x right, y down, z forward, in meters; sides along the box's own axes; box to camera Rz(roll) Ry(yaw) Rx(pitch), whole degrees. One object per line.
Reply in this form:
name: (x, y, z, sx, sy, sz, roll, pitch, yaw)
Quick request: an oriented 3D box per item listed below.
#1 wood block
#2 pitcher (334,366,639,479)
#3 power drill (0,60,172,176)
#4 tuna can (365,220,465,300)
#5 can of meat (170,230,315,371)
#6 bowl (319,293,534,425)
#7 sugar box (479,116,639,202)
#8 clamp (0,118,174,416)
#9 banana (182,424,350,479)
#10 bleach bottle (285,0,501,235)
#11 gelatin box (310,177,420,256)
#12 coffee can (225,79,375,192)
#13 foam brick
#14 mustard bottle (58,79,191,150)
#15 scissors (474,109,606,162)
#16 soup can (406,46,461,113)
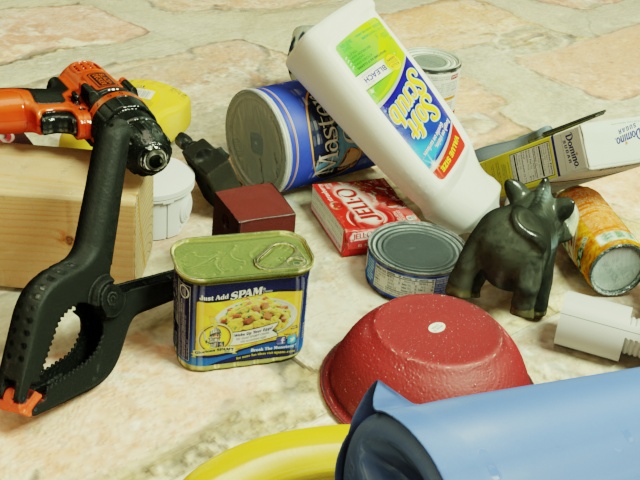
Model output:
wood block: (-0.244, -0.021, 0.861, 0.206, 0.091, 0.090, 5, 30, -1)
pitcher: (0.143, 0.151, 0.614, 0.242, 0.149, 0.145, -8, 18, -27)
power drill: (-0.225, -0.088, 0.833, 0.187, 0.057, 0.185, -9, 28, -28)
tuna can: (0.081, 0.019, 0.900, 0.086, 0.034, 0.086, 4, 31, -2)
can of meat: (-0.059, 0.045, 0.786, 0.102, 0.084, 0.057, -5, 32, -17)
bowl: (0.081, 0.085, 0.768, 0.162, 0.055, 0.162, 4, 30, -2)
sugar box: (0.226, -0.073, 0.974, 0.093, 0.048, 0.176, -9, -6, -23)
clamp: (-0.160, 0.028, 0.748, 0.036, 0.164, 0.209, 5, 42, 36)
banana: (-0.002, 0.146, 0.670, 0.197, 0.037, 0.069, 0, 32, -9)
bleach bottle: (0.085, -0.100, 0.968, 0.251, 0.068, 0.102, 48, 56, 3)
gelatin box: (0.040, -0.023, 0.968, 0.073, 0.030, 0.089, -7, 32, -19)
coffee can: (-0.006, -0.107, 1.031, 0.140, 0.103, 0.103, -18, 38, -33)
foam brick: (-0.056, 0.001, 0.866, 0.051, 0.078, 0.053, -8, 33, -24)
mustard bottle: (-0.196, -0.095, 1.025, 0.096, 0.058, 0.191, 9, 31, 8)
scissors: (0.194, -0.095, 1.028, 0.096, 0.016, 0.202, -16, -1, -7)
soup can: (0.106, -0.141, 1.106, 0.068, 0.102, 0.068, 4, 31, -2)
